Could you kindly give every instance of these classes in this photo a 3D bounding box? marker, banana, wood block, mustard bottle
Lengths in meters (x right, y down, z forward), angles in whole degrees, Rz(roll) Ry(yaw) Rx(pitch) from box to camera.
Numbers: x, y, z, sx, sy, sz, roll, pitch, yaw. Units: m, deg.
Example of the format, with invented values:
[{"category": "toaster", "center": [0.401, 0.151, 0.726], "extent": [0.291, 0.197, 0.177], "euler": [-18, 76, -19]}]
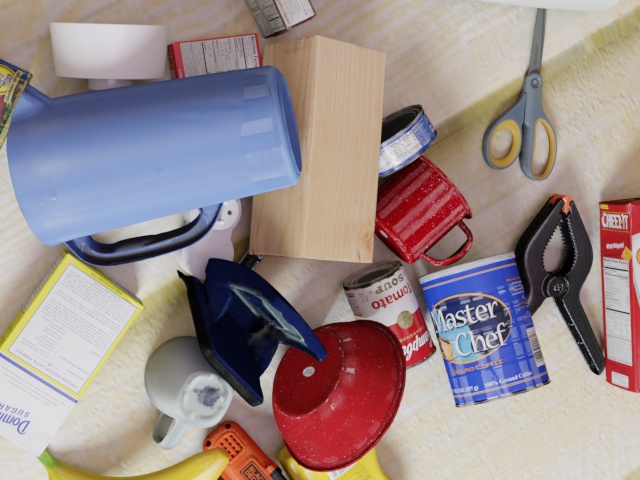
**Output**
[{"category": "marker", "center": [-0.057, 0.001, 1.086], "extent": [0.020, 0.020, 0.121], "euler": [38, 83, -18]}, {"category": "banana", "center": [-0.180, 0.232, 1.022], "extent": [0.198, 0.037, 0.069], "euler": [-3, 117, 11]}, {"category": "wood block", "center": [-0.003, -0.085, 1.038], "extent": [0.090, 0.090, 0.206], "euler": [5, 88, -40]}, {"category": "mustard bottle", "center": [0.040, 0.279, 1.122], "extent": [0.096, 0.058, 0.191], "euler": [-33, 104, -17]}]

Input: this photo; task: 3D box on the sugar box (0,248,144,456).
[{"category": "sugar box", "center": [-0.256, 0.106, 1.017], "extent": [0.093, 0.048, 0.176], "euler": [37, 87, -17]}]

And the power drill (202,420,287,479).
[{"category": "power drill", "center": [-0.096, 0.302, 1.056], "extent": [0.187, 0.057, 0.184], "euler": [-40, 80, -12]}]

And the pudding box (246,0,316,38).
[{"category": "pudding box", "center": [-0.052, -0.255, 1.026], "extent": [0.039, 0.090, 0.113], "euler": [-30, 103, -13]}]

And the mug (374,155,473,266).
[{"category": "mug", "center": [0.103, -0.022, 1.094], "extent": [0.081, 0.093, 0.117], "euler": [-42, 75, -5]}]

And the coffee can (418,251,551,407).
[{"category": "coffee can", "center": [0.170, 0.092, 1.108], "extent": [0.102, 0.103, 0.140], "euler": [-14, 84, -17]}]

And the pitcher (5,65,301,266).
[{"category": "pitcher", "center": [-0.141, -0.072, 0.955], "extent": [0.243, 0.149, 0.145], "euler": [-10, 75, 6]}]

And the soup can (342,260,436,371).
[{"category": "soup can", "center": [0.072, 0.079, 1.110], "extent": [0.068, 0.069, 0.102], "euler": [-25, 101, -15]}]

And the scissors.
[{"category": "scissors", "center": [0.214, -0.162, 1.161], "extent": [0.096, 0.016, 0.202], "euler": [-10, 98, -17]}]

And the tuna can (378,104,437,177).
[{"category": "tuna can", "center": [0.075, -0.100, 1.085], "extent": [0.086, 0.086, 0.033], "euler": [-38, 107, -11]}]

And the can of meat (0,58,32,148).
[{"category": "can of meat", "center": [-0.320, -0.126, 0.969], "extent": [0.083, 0.057, 0.102], "euler": [25, 87, -21]}]

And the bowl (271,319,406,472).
[{"category": "bowl", "center": [0.004, 0.140, 1.039], "extent": [0.055, 0.162, 0.162], "euler": [35, 83, -37]}]

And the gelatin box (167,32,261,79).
[{"category": "gelatin box", "center": [-0.101, -0.162, 1.051], "extent": [0.089, 0.030, 0.073], "euler": [-11, 97, -18]}]

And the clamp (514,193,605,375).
[{"category": "clamp", "center": [0.245, 0.054, 1.180], "extent": [0.164, 0.036, 0.210], "euler": [-4, 100, -18]}]
